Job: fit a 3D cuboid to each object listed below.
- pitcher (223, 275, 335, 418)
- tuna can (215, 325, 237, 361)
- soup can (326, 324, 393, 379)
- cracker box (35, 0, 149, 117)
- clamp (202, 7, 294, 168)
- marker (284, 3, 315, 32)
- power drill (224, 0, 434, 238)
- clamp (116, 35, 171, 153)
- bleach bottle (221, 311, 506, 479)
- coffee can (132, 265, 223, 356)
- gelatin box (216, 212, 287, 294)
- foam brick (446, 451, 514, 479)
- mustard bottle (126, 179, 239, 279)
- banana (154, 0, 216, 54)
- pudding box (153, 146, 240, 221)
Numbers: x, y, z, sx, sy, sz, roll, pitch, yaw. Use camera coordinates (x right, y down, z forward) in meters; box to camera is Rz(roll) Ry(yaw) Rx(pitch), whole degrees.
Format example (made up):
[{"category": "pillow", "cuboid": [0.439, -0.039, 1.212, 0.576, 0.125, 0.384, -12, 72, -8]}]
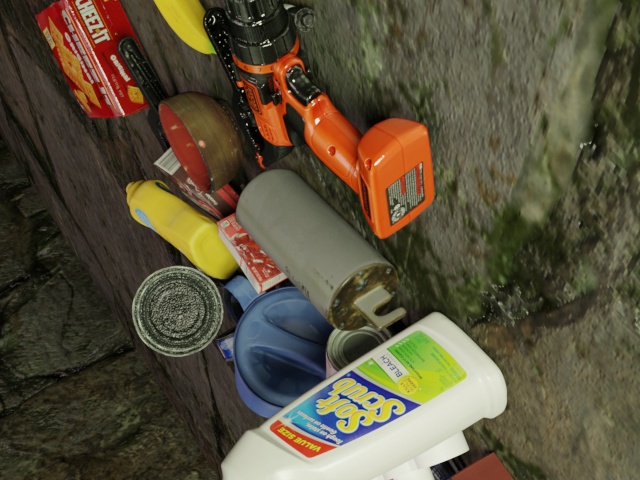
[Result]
[{"category": "pitcher", "cuboid": [-0.047, 0.134, 1.236, 0.243, 0.145, 0.149, 116, 157, -73]}, {"category": "tuna can", "cuboid": [-0.097, 0.128, 1.435, 0.034, 0.086, 0.086, 63, 163, -3]}, {"category": "soup can", "cuboid": [0.039, 0.129, 1.023, 0.069, 0.068, 0.102, 50, 158, 31]}, {"category": "cracker box", "cuboid": [-0.295, -0.246, 1.409, 0.164, 0.072, 0.214, 64, 162, -16]}, {"category": "clamp", "cuboid": [-0.063, -0.135, 0.985, 0.120, 0.039, 0.171, 54, 162, 22]}, {"category": "marker", "cuboid": [-0.036, -0.184, 0.863, 0.121, 0.020, 0.020, 31, 147, 57]}, {"category": "power drill", "cuboid": [0.002, -0.101, 0.788, 0.188, 0.057, 0.184, 46, 166, 31]}, {"category": "clamp", "cuboid": [-0.185, -0.150, 1.299, 0.164, 0.036, 0.210, 48, 163, 9]}, {"category": "bleach bottle", "cuboid": [0.022, 0.158, 0.860, 0.103, 0.250, 0.068, 46, 158, 39]}, {"category": "coffee can", "cuboid": [-0.167, 0.083, 1.263, 0.103, 0.102, 0.140, 60, 173, 0]}, {"category": "gelatin box", "cuboid": [-0.058, 0.001, 1.135, 0.089, 0.073, 0.030, 54, 161, 21]}, {"category": "foam brick", "cuboid": [0.153, 0.240, 0.965, 0.078, 0.051, 0.053, 55, 163, 17]}, {"category": "mustard bottle", "cuboid": [-0.178, -0.026, 1.292, 0.192, 0.058, 0.096, 33, 172, 40]}, {"category": "banana", "cuboid": [-0.144, -0.257, 1.030, 0.198, 0.037, 0.070, 60, 146, -3]}, {"category": "pudding box", "cuboid": [-0.134, -0.059, 1.256, 0.114, 0.039, 0.090, 35, 170, 47]}]
